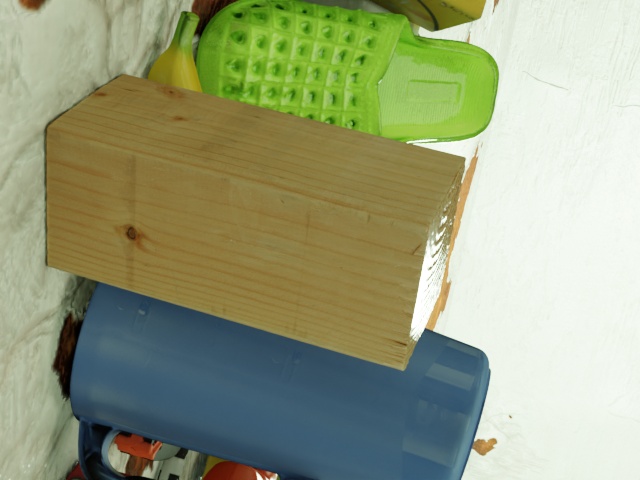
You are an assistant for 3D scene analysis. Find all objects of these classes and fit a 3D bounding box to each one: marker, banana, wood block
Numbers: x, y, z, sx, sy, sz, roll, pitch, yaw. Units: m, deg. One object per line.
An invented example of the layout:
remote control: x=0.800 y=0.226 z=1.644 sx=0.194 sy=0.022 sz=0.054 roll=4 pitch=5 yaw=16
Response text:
marker: x=-0.129 y=0.208 z=0.874 sx=0.020 sy=0.020 sz=0.121 roll=57 pitch=50 yaw=-73
banana: x=-0.049 y=-0.042 z=0.652 sx=0.070 sy=0.198 sz=0.037 roll=-36 pitch=-179 yaw=28
wood block: x=-0.036 y=-0.015 z=0.581 sx=0.090 sy=0.206 sz=0.091 roll=-54 pitch=156 yaw=-57

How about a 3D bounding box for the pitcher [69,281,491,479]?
pitcher: x=-0.027 y=0.095 z=0.667 sx=0.145 sy=0.243 sz=0.149 roll=-62 pitch=168 yaw=-58
